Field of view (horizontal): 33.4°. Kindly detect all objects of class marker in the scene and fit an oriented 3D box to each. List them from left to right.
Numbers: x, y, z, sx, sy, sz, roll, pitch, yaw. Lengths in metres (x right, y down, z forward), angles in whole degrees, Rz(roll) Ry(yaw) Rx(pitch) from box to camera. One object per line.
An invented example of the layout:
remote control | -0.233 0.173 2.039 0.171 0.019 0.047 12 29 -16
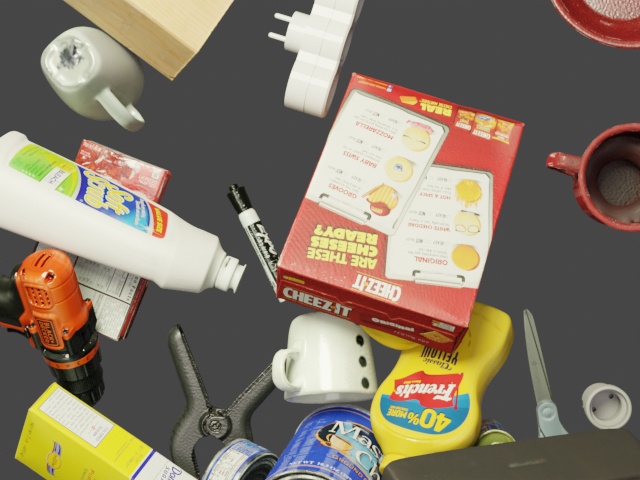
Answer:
marker | -0.057 0.001 1.013 0.020 0.020 0.121 -27 87 5

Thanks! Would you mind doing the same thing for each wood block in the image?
wood block | -0.183 -0.249 0.952 0.206 0.090 0.090 36 69 -14

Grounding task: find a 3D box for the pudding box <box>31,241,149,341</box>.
pudding box | -0.222 0.034 1.020 0.113 0.039 0.090 23 92 3

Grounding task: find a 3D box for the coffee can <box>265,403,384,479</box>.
coffee can | 0.007 0.217 0.933 0.103 0.140 0.103 4 105 14

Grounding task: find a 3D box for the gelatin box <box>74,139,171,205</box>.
gelatin box | -0.197 -0.047 1.021 0.089 0.030 0.073 22 92 6

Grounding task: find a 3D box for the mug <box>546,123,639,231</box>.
mug | 0.259 -0.056 0.952 0.117 0.081 0.093 13 91 5

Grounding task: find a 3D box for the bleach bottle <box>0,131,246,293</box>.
bleach bottle | -0.186 -0.015 0.965 0.251 0.102 0.068 22 114 -1

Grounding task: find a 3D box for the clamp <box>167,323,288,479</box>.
clamp | -0.106 0.162 1.006 0.120 0.039 0.171 21 92 4

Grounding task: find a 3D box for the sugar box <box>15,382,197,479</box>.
sugar box | -0.195 0.216 0.990 0.176 0.048 0.093 34 135 7

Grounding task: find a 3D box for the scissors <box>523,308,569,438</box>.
scissors | 0.229 0.167 0.987 0.096 0.016 0.202 4 90 4

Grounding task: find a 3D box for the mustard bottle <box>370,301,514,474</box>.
mustard bottle | 0.097 0.141 0.933 0.096 0.058 0.191 12 59 24

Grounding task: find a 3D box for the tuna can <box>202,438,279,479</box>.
tuna can | -0.071 0.226 0.966 0.034 0.086 0.086 18 91 31

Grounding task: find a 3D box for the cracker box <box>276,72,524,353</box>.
cracker box | 0.071 -0.027 0.932 0.164 0.072 0.213 17 62 5

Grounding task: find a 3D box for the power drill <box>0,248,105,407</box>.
power drill | -0.294 0.075 0.991 0.188 0.057 0.184 8 130 15
